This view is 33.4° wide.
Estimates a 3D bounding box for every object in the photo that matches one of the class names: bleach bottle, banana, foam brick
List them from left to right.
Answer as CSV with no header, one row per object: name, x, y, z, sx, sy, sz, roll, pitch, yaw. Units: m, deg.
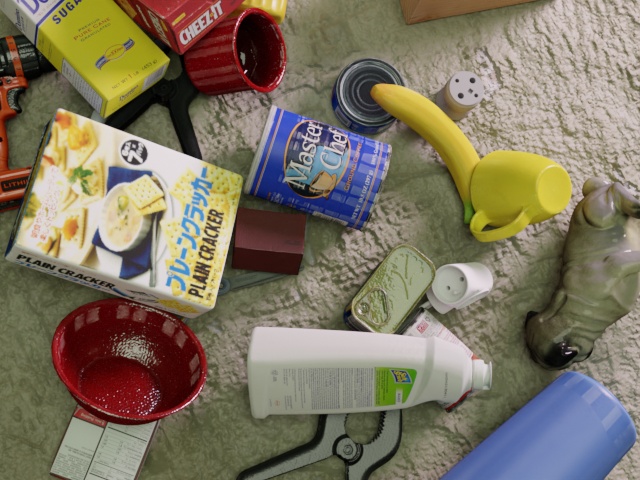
foam brick,-0.058,0.001,1.178,0.078,0.051,0.053,7,60,-6
bleach bottle,0.052,0.143,1.123,0.251,0.102,0.068,2,40,5
banana,0.134,-0.113,1.218,0.197,0.037,0.069,50,44,-14

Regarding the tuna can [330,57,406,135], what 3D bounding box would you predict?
tuna can,0.056,-0.168,1.240,0.086,0.034,0.086,1,80,-8

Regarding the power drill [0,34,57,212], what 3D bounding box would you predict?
power drill,-0.332,-0.133,1.170,0.184,0.057,0.188,-16,81,-14

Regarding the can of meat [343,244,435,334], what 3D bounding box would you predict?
can of meat,0.072,0.060,1.176,0.057,0.084,0.102,39,77,0

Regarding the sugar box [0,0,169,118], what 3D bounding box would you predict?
sugar box,-0.257,-0.226,1.161,0.176,0.048,0.093,47,61,5

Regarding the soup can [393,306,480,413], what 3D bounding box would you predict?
soup can,0.127,0.131,1.179,0.102,0.068,0.068,43,77,1

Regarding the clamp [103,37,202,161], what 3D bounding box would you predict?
clamp,-0.170,-0.159,1.205,0.120,0.039,0.171,24,76,-12

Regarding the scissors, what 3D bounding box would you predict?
scissors,-0.127,0.037,1.187,0.201,0.016,0.096,-29,85,-12

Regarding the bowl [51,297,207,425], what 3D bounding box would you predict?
bowl,-0.202,0.136,1.105,0.162,0.055,0.162,14,39,-12

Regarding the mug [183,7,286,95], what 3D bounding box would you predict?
mug,-0.091,-0.209,1.196,0.117,0.082,0.093,-29,110,-51

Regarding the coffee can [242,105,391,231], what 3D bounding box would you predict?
coffee can,-0.004,-0.079,1.180,0.140,0.103,0.103,18,78,-5

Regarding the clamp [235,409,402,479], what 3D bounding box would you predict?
clamp,0.033,0.239,1.162,0.164,0.036,0.210,41,76,2

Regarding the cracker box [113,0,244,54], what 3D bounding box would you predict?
cracker box,-0.168,-0.322,1.177,0.164,0.072,0.214,-43,62,-12

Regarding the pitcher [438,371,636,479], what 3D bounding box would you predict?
pitcher,0.226,0.263,1.148,0.242,0.149,0.145,-40,72,-16

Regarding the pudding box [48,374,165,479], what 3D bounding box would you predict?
pudding box,-0.225,0.209,1.132,0.090,0.039,0.113,22,79,-4
